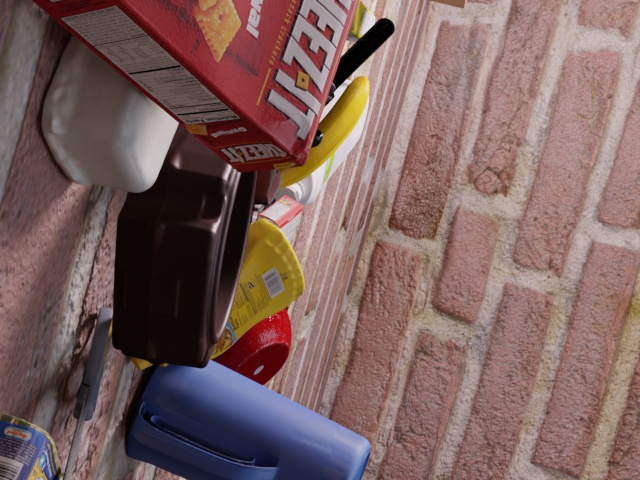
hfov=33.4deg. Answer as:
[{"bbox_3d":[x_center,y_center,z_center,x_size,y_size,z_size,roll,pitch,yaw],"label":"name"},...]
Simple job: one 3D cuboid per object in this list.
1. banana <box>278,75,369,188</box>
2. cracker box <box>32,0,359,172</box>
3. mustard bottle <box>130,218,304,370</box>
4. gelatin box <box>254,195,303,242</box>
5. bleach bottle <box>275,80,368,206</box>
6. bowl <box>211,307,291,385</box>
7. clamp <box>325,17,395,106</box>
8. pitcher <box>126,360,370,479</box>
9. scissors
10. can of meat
[{"bbox_3d":[0.000,-0.128,1.293,0.197,0.070,0.037,-45,128,-9],"label":"banana"},{"bbox_3d":[-0.068,-0.167,0.688,0.213,0.072,0.164,40,60,-44],"label":"cracker box"},{"bbox_3d":[-0.108,0.067,1.071,0.191,0.058,0.096,-36,132,-20],"label":"mustard bottle"},{"bbox_3d":[-0.058,0.002,1.193,0.073,0.030,0.089,-41,157,-60],"label":"gelatin box"},{"bbox_3d":[-0.004,-0.120,1.406,0.250,0.068,0.103,-59,163,-55],"label":"bleach bottle"},{"bbox_3d":[-0.089,0.136,1.280,0.162,0.055,0.162,-32,151,-20],"label":"bowl"},{"bbox_3d":[-0.006,-0.178,1.309,0.210,0.036,0.164,-40,-175,42],"label":"clamp"},{"bbox_3d":[-0.077,0.217,1.130,0.145,0.243,0.149,99,17,-51],"label":"pitcher"},{"bbox_3d":[-0.187,0.139,0.845,0.201,0.016,0.096,-88,-168,-49],"label":"scissors"},{"bbox_3d":[-0.218,0.179,0.728,0.102,0.057,0.084,98,9,-49],"label":"can of meat"}]
